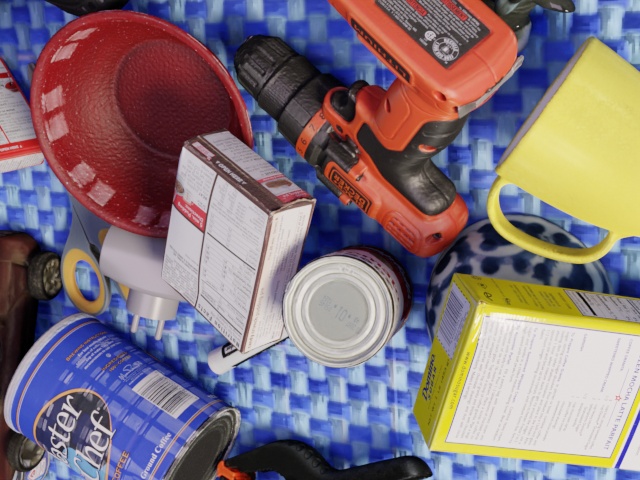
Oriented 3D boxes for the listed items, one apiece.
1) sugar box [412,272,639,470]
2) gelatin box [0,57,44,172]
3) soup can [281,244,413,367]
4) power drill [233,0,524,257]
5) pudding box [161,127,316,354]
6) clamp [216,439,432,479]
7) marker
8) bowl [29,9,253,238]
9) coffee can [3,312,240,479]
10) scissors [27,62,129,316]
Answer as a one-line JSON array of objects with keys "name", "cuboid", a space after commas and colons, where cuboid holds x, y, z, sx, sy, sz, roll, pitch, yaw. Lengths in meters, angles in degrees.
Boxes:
[{"name": "sugar box", "cuboid": [0.149, 0.076, 0.593, 0.176, 0.048, 0.093, 8, 113, -16]}, {"name": "gelatin box", "cuboid": [-0.251, -0.091, 0.785, 0.089, 0.073, 0.030, 56, 133, 14]}, {"name": "soup can", "cuboid": [0.019, 0.039, 0.660, 0.068, 0.102, 0.068, 1, 93, 11]}, {"name": "power drill", "cuboid": [0.026, -0.090, 0.605, 0.184, 0.057, 0.188, 42, 159, 10]}, {"name": "pudding box", "cuboid": [-0.054, 0.001, 0.667, 0.090, 0.039, 0.114, 38, 132, 31]}, {"name": "clamp", "cuboid": [-0.005, 0.198, 0.745, 0.172, 0.039, 0.120, 4, 75, 39]}, {"name": "marker", "cuboid": [-0.032, 0.065, 0.753, 0.121, 0.020, 0.020, -29, 90, 31]}, {"name": "bowl", "cuboid": [-0.111, -0.084, 0.718, 0.162, 0.055, 0.162, 9, 122, 15]}, {"name": "coffee can", "cuboid": [-0.145, 0.131, 0.784, 0.140, 0.102, 0.103, 29, 116, 18]}, {"name": "scissors", "cuboid": [-0.192, -0.027, 0.814, 0.096, 0.016, 0.202, -36, 86, 31]}]
